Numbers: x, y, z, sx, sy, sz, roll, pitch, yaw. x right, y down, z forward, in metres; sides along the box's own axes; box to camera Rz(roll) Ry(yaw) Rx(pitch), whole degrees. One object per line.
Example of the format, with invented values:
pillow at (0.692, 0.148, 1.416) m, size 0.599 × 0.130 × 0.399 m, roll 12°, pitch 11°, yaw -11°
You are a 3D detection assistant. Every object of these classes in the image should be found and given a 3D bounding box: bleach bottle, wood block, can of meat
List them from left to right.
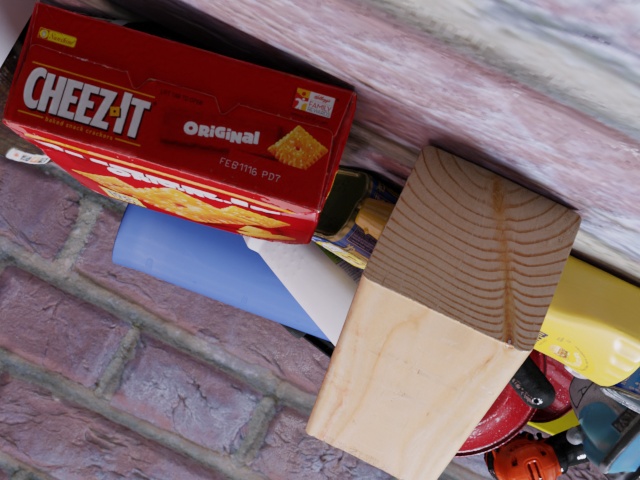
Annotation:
bleach bottle at (0.017, 0.030, 0.844) m, size 0.251 × 0.068 × 0.102 m, roll 47°, pitch -155°, yaw 9°
can of meat at (0.034, -0.009, 0.751) m, size 0.083 × 0.057 × 0.102 m, roll 31°, pitch 174°, yaw -26°
wood block at (0.061, 0.054, 0.605) m, size 0.090 × 0.090 × 0.206 m, roll 25°, pitch 148°, yaw 6°

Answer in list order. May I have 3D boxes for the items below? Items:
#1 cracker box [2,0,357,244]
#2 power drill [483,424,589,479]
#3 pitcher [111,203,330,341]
cracker box at (-0.072, -0.054, 0.614) m, size 0.164 × 0.072 × 0.214 m, roll 15°, pitch 175°, yaw -1°
power drill at (0.250, 0.189, 1.020) m, size 0.184 × 0.187 × 0.057 m, roll 93°, pitch 156°, yaw -86°
pitcher at (-0.056, 0.001, 0.968) m, size 0.243 × 0.145 × 0.149 m, roll 23°, pitch -160°, yaw 0°
